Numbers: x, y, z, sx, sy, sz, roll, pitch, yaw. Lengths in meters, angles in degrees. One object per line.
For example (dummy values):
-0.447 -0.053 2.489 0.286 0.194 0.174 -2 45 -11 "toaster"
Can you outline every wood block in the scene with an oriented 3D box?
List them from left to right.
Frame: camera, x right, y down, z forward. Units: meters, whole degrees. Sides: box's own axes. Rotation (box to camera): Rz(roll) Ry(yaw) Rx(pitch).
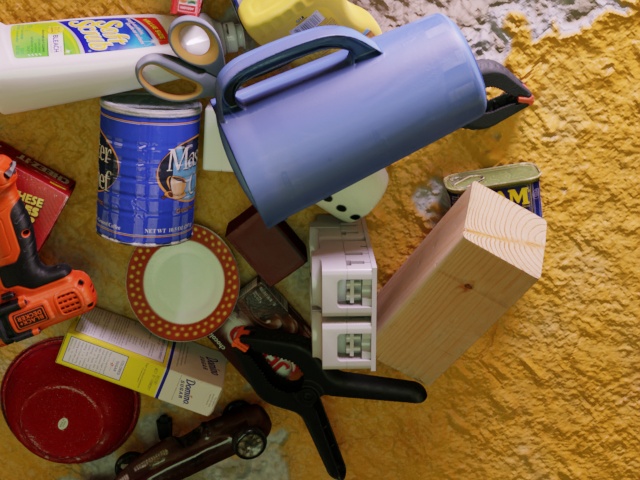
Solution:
0.136 0.050 1.108 0.090 0.090 0.206 28 133 -9 "wood block"

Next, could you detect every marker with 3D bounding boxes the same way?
-0.179 0.260 1.249 0.020 0.020 0.121 -3 108 -1 "marker"

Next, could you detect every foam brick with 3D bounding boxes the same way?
-0.058 0.001 1.152 0.051 0.053 0.078 -38 104 10 "foam brick"

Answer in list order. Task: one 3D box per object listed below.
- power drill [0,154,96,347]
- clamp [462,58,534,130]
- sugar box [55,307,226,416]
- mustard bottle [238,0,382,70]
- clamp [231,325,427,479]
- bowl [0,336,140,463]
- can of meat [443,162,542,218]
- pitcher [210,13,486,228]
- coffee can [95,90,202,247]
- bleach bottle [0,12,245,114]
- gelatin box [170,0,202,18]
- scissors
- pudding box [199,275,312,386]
-0.341 0.020 1.076 0.184 0.057 0.187 -20 113 -3 "power drill"
0.136 -0.158 1.098 0.171 0.039 0.120 -10 135 -9 "clamp"
-0.192 0.130 1.168 0.176 0.093 0.048 24 106 -8 "sugar box"
0.008 -0.195 1.050 0.096 0.058 0.191 -37 143 13 "mustard bottle"
-0.011 0.170 1.172 0.210 0.036 0.165 30 119 -4 "clamp"
-0.288 0.193 1.207 0.162 0.055 0.162 0 108 -1 "bowl"
0.188 -0.031 1.146 0.102 0.057 0.084 -9 111 2 "can of meat"
0.024 -0.125 0.996 0.243 0.149 0.145 -25 88 -1 "pitcher"
-0.178 -0.075 1.098 0.102 0.103 0.140 5 108 -3 "coffee can"
-0.202 -0.191 1.074 0.250 0.102 0.068 -11 133 -7 "bleach bottle"
-0.126 -0.261 1.048 0.030 0.089 0.073 9 107 -6 "gelatin box"
-0.082 -0.162 1.056 0.201 0.016 0.096 9 120 -26 "scissors"
-0.065 0.106 1.192 0.090 0.039 0.113 -37 104 11 "pudding box"
